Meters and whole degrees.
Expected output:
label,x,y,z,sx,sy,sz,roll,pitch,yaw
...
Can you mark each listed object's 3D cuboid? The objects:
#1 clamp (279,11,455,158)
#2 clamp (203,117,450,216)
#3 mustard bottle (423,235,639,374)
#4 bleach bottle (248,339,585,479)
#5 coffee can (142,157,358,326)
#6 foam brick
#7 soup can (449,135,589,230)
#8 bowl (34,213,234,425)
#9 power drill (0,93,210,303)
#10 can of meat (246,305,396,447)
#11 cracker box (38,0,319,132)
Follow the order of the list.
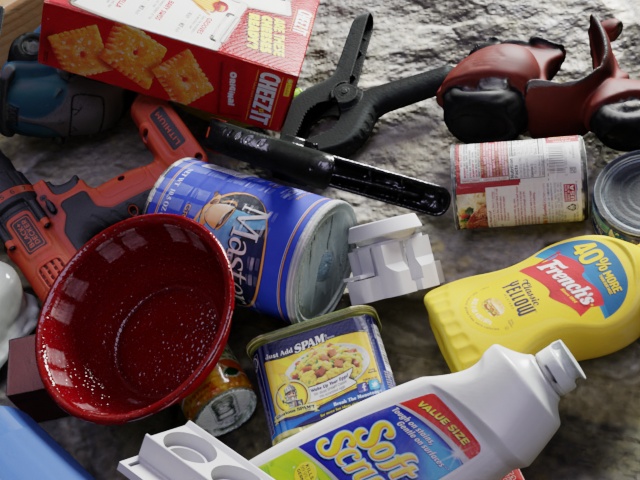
label,x,y,z,sx,sy,sz,roll,pitch,yaw
clamp,0.035,-0.120,0.933,0.120,0.039,0.171,28,74,33
clamp,-0.010,-0.061,0.846,0.210,0.164,0.036,21,96,45
mustard bottle,0.179,0.045,0.773,0.191,0.058,0.096,-21,42,-1
bleach bottle,0.053,0.136,0.697,0.251,0.068,0.103,-34,58,12
coffee can,-0.055,0.001,0.835,0.140,0.103,0.102,17,63,24
foam brick,-0.199,0.103,0.834,0.078,0.053,0.051,-11,55,6
soup can,0.155,-0.045,0.834,0.102,0.068,0.068,-4,56,11
bowl,-0.124,0.063,0.773,0.162,0.055,0.162,-11,60,19
power drill,-0.200,-0.054,0.918,0.187,0.057,0.184,-35,73,-8
can of meat,0.005,0.106,0.778,0.102,0.057,0.084,-18,57,3
cracker box,-0.117,-0.190,0.933,0.213,0.072,0.164,16,42,-4
